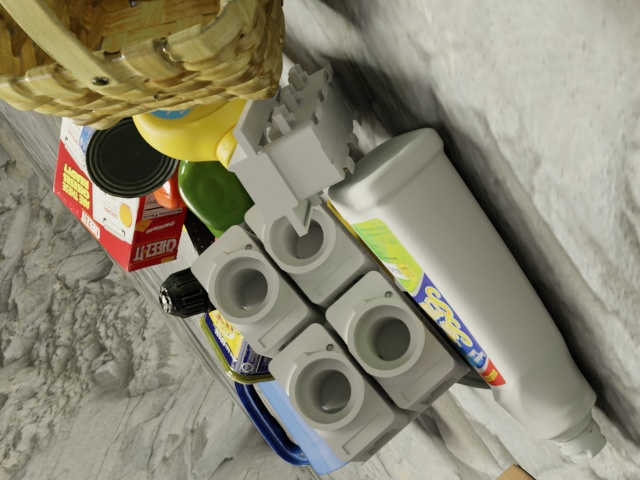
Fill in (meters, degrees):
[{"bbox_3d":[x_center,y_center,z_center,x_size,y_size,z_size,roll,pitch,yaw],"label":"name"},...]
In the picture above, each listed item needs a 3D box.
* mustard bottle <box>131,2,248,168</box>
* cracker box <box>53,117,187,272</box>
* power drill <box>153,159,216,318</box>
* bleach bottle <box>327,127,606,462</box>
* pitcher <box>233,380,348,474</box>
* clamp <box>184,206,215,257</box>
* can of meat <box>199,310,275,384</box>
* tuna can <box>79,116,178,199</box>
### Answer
[{"bbox_3d":[-0.101,-0.115,0.789,0.192,0.096,0.058,45,161,20],"label":"mustard bottle"},{"bbox_3d":[-0.194,-0.103,1.086,0.164,0.071,0.214,42,130,36],"label":"cracker box"},{"bbox_3d":[-0.085,-0.012,0.969,0.188,0.184,0.057,51,147,41],"label":"power drill"},{"bbox_3d":[0.110,0.046,0.702,0.251,0.068,0.103,52,167,-9],"label":"bleach bottle"},{"bbox_3d":[-0.027,0.131,1.178,0.243,0.149,0.145,53,166,-1],"label":"pitcher"},{"bbox_3d":[-0.140,-0.037,1.173,0.164,0.036,0.210,69,176,-62],"label":"clamp"},{"bbox_3d":[-0.066,0.067,0.989,0.102,0.057,0.084,53,137,44],"label":"can of meat"},{"bbox_3d":[-0.171,-0.083,0.955,0.034,0.086,0.086,52,172,52],"label":"tuna can"}]
